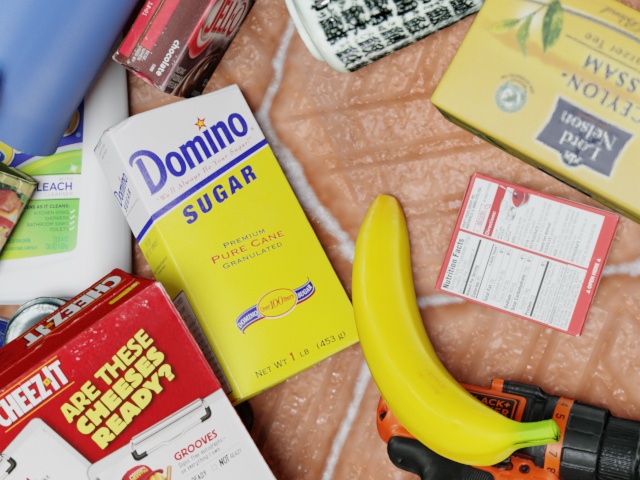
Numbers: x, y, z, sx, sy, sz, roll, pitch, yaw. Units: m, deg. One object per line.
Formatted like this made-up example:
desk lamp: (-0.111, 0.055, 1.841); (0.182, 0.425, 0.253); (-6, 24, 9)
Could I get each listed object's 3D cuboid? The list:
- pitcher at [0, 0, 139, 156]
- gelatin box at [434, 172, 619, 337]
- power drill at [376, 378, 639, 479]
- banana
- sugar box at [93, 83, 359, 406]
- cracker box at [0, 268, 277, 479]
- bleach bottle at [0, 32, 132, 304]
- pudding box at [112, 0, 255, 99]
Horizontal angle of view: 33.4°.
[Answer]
pitcher: (-0.143, -0.180, 0.575); (0.149, 0.144, 0.243); (37, 98, 18)
gelatin box: (0.119, 0.007, 0.620); (0.089, 0.030, 0.073); (18, 94, 14)
power drill: (0.096, 0.159, 0.556); (0.185, 0.057, 0.187); (8, 47, 24)
banana: (0.056, 0.056, 0.594); (0.069, 0.037, 0.198); (-34, 50, 3)
sugar box: (-0.054, 0.001, 0.634); (0.093, 0.048, 0.176); (-24, 83, -29)
cracker box: (-0.111, 0.148, 0.572); (0.164, 0.072, 0.213); (-37, 113, -22)
bleach bottle: (-0.173, -0.087, 0.682); (0.103, 0.068, 0.251); (-4, 85, 15)
pudding box: (-0.074, -0.131, 0.629); (0.039, 0.113, 0.090); (32, 96, -2)
